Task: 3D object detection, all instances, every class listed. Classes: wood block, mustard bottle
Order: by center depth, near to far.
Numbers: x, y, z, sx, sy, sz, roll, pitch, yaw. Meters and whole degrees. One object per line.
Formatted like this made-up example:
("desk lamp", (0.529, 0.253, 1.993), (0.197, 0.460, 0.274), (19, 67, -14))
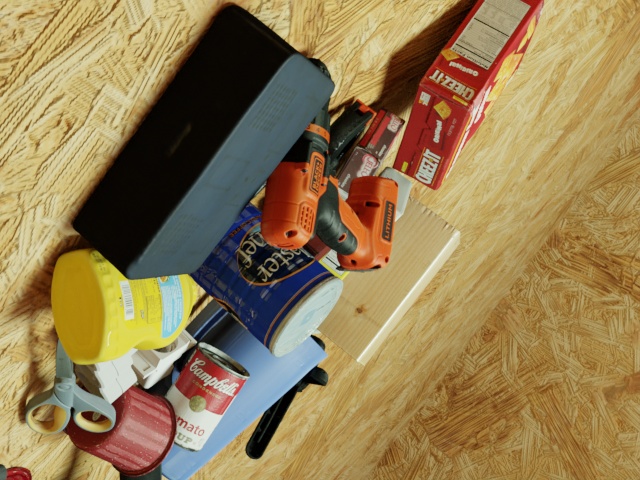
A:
("mustard bottle", (-0.164, 0.052, 0.965), (0.058, 0.096, 0.191), (-11, 178, 22))
("wood block", (0.081, 0.050, 1.370), (0.206, 0.091, 0.090), (-51, 168, -3))

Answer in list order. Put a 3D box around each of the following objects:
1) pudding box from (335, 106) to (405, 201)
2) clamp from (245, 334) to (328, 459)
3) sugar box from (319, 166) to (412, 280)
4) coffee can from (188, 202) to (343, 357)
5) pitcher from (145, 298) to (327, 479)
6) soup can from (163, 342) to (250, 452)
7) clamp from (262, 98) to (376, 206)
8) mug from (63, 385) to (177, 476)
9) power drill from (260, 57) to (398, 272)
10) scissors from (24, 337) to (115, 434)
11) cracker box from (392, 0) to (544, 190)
("pudding box", (0.048, -0.086, 1.226), (0.114, 0.039, 0.090), (-55, -178, 44))
("clamp", (-0.039, 0.192, 1.427), (0.165, 0.036, 0.210), (-51, -170, 18))
("sugar box", (0.036, -0.003, 1.279), (0.176, 0.048, 0.093), (-52, -173, 28))
("coffee can", (-0.062, 0.035, 1.091), (0.102, 0.140, 0.103), (-44, 163, -18))
("pitcher", (-0.123, 0.165, 1.274), (0.243, 0.149, 0.145), (-44, -176, -5))
("soup can", (-0.134, 0.173, 1.179), (0.102, 0.068, 0.068), (-56, 163, 3))
("clamp", (-0.006, -0.079, 1.165), (0.171, 0.039, 0.120), (-46, 180, -15))
("mug", (-0.222, 0.194, 1.128), (0.081, 0.117, 0.093), (42, 46, -50))
("power drill", (0.011, -0.060, 1.028), (0.187, 0.057, 0.184), (34, 62, -53))
("scissors", (-0.223, 0.138, 1.001), (0.096, 0.016, 0.202), (14, 142, -22))
("cracker box", (0.176, -0.187, 1.261), (0.213, 0.072, 0.164), (-55, 169, -30))
